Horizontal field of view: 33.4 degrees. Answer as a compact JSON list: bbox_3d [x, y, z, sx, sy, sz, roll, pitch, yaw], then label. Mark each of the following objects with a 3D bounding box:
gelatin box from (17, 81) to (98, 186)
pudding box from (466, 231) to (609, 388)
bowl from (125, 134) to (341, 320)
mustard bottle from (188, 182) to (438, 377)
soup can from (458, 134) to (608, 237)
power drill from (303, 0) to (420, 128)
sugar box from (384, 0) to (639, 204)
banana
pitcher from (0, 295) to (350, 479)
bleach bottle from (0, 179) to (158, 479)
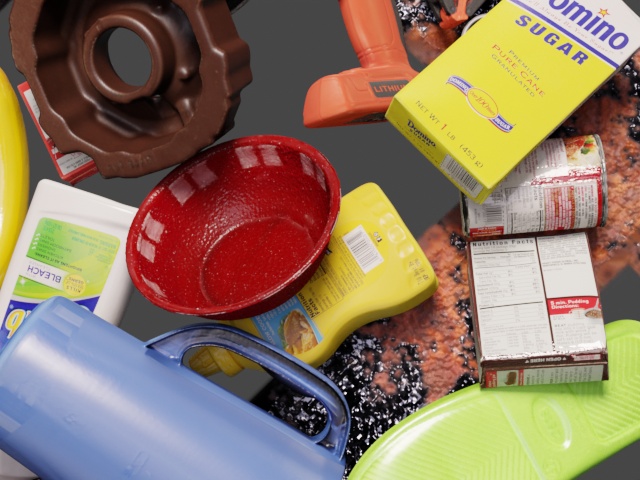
[{"bbox_3d":[-0.187,-0.099,0.850,0.073,0.030,0.089,-28,82,2],"label":"gelatin box"},{"bbox_3d":[0.153,0.048,0.760,0.090,0.039,0.113,-5,47,7],"label":"pudding box"},{"bbox_3d":[-0.055,0.001,0.762,0.162,0.055,0.162,-12,48,13],"label":"bowl"},{"bbox_3d":[-0.015,0.045,0.796,0.191,0.058,0.096,-33,71,3],"label":"mustard bottle"},{"bbox_3d":[0.153,-0.039,0.780,0.102,0.068,0.068,-5,83,7],"label":"soup can"},{"bbox_3d":[0.008,-0.178,0.774,0.058,0.184,0.187,-13,88,48],"label":"power drill"},{"bbox_3d":[0.140,-0.117,0.747,0.176,0.048,0.093,-44,84,-13],"label":"sugar box"},{"bbox_3d":[-0.253,-0.034,0.832,0.037,0.069,0.198,2,76,11],"label":"banana"},{"bbox_3d":[-0.107,0.135,0.737,0.243,0.145,0.149,34,46,-4],"label":"pitcher"},{"bbox_3d":[-0.205,0.086,0.816,0.102,0.068,0.251,18,89,4],"label":"bleach bottle"}]
